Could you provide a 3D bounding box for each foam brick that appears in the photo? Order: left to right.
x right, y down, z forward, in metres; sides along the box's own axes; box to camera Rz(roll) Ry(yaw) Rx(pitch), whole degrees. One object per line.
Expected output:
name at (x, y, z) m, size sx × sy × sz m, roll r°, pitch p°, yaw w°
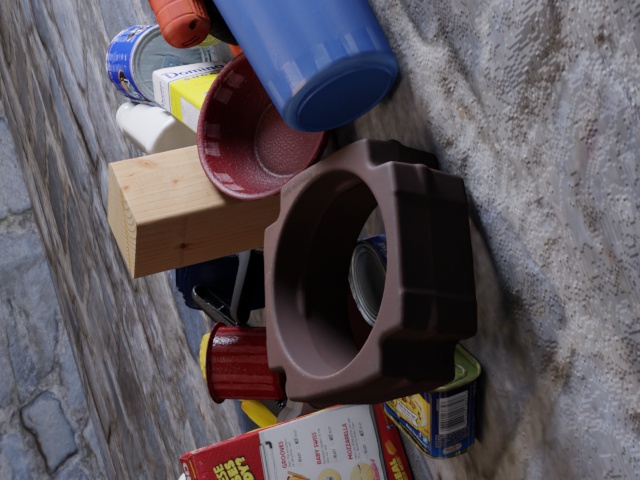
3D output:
foam brick at (0.021, 0.086, 1.092) m, size 0.053 × 0.051 × 0.078 m, roll -158°, pitch 57°, yaw -64°

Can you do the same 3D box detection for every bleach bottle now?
bleach bottle at (-0.212, -0.137, 1.370) m, size 0.102 × 0.068 × 0.251 m, roll 46°, pitch 173°, yaw -33°

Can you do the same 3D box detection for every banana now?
banana at (-0.045, 0.239, 1.332) m, size 0.037 × 0.069 × 0.198 m, roll -63°, pitch 19°, yaw 1°

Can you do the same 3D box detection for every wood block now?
wood block at (-0.110, -0.042, 1.122) m, size 0.090 × 0.205 × 0.091 m, roll 61°, pitch 153°, yaw 32°

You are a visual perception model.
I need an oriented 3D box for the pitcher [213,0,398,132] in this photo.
pitcher at (-0.027, -0.216, 0.945) m, size 0.145 × 0.148 × 0.243 m, roll -48°, pitch 61°, yaw 46°

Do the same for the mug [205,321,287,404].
mug at (-0.074, 0.146, 1.206) m, size 0.117 × 0.081 × 0.093 m, roll 75°, pitch -160°, yaw -45°

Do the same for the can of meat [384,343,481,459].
can of meat at (0.095, 0.131, 0.937) m, size 0.102 × 0.057 × 0.084 m, roll 44°, pitch 144°, yaw 52°

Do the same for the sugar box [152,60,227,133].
sugar box at (-0.123, -0.165, 1.227) m, size 0.176 × 0.093 × 0.048 m, roll 41°, pitch 138°, yaw 54°

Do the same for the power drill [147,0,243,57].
power drill at (-0.123, -0.261, 1.069) m, size 0.057 × 0.187 × 0.184 m, roll -25°, pitch 75°, yaw 23°

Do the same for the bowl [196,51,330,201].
bowl at (-0.045, -0.113, 1.063) m, size 0.162 × 0.055 × 0.162 m, roll -8°, pitch 75°, yaw 32°

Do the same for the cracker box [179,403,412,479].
cracker box at (-0.014, 0.259, 1.066) m, size 0.072 × 0.213 × 0.164 m, roll -38°, pitch 68°, yaw 66°

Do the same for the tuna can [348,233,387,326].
tuna can at (0.059, 0.037, 0.995) m, size 0.086 × 0.033 × 0.086 m, roll -14°, pitch 90°, yaw 68°

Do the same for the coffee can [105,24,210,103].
coffee can at (-0.214, -0.230, 1.391) m, size 0.140 × 0.102 × 0.103 m, roll 22°, pitch 123°, yaw 64°

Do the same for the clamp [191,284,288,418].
clamp at (-0.064, 0.133, 1.268) m, size 0.165 × 0.036 × 0.210 m, roll -1°, pitch 113°, yaw 30°

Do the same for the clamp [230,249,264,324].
clamp at (-0.058, 0.001, 1.212) m, size 0.039 × 0.120 × 0.171 m, roll 45°, pitch -151°, yaw -54°
